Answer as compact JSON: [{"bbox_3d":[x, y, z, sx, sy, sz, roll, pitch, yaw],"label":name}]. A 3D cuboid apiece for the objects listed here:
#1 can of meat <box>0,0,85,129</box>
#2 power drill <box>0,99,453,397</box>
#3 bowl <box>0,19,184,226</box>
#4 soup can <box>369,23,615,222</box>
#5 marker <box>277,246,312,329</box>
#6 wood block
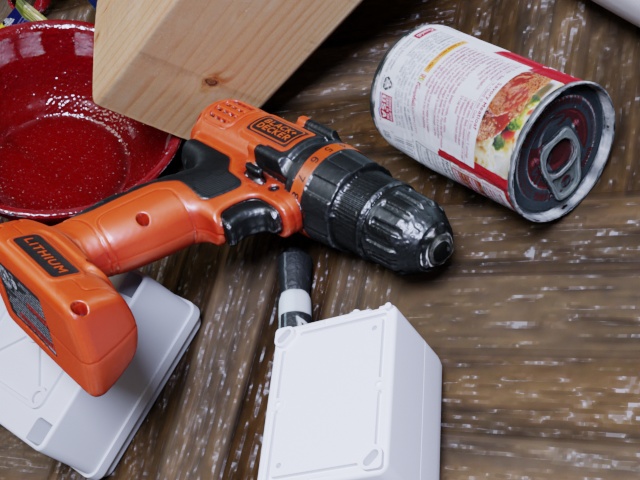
[{"bbox_3d":[-0.213,-0.119,0.752,0.084,0.057,0.102,-50,26,1],"label":"can of meat"},{"bbox_3d":[-0.053,0.001,0.528,0.187,0.057,0.185,-29,38,-30],"label":"power drill"},{"bbox_3d":[-0.165,-0.064,0.669,0.162,0.055,0.162,4,54,-5],"label":"bowl"},{"bbox_3d":[0.080,-0.059,0.517,0.068,0.068,0.102,-52,46,-4],"label":"soup can"},{"bbox_3d":[-0.013,0.056,0.541,0.020,0.020,0.121,-19,53,24],"label":"marker"},{"bbox_3d":[-0.039,-0.153,0.592,0.206,0.090,0.090,-40,42,40],"label":"wood block"}]
